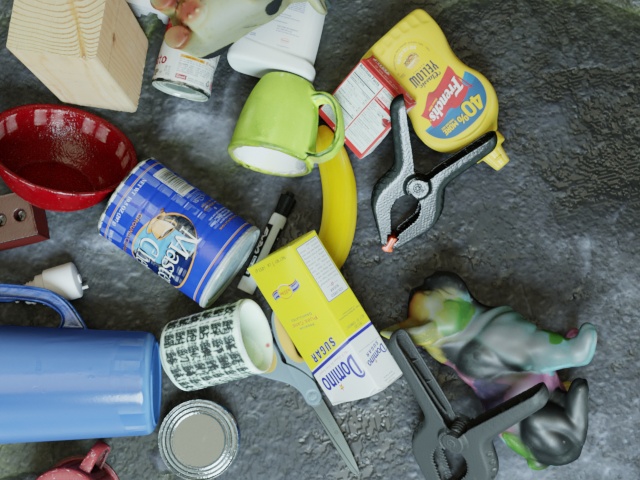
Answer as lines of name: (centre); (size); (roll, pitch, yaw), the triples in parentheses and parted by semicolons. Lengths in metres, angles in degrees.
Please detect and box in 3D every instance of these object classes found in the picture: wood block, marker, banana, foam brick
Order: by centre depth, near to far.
wood block: (-0.246, -0.206, 1.113); (0.090, 0.206, 0.091); (8, 83, 2)
banana: (0.006, -0.027, 1.170); (0.069, 0.037, 0.198); (13, 84, 3)
foam brick: (-0.344, -0.020, 1.171); (0.078, 0.051, 0.053); (-14, 83, -1)
marker: (-0.058, 0.001, 1.177); (0.020, 0.020, 0.121); (25, 84, 4)

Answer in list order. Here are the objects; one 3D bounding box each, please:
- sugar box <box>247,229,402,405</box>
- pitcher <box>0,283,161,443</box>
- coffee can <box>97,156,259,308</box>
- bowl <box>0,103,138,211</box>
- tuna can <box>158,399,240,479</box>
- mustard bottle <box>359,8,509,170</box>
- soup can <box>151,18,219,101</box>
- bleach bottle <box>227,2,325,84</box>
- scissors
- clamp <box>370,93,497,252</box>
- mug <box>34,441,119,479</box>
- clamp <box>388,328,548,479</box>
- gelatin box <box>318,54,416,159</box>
sugar box: (0.003, 0.084, 1.113); (0.048, 0.094, 0.176); (-31, 92, -36)
pitcher: (-0.292, 0.139, 1.116); (0.242, 0.145, 0.149); (0, 122, -2)
coffee can: (-0.151, -0.009, 1.139); (0.140, 0.103, 0.103); (34, 85, 5)
bowl: (-0.282, -0.080, 1.149); (0.162, 0.162, 0.055); (25, 125, 4)
tuna can: (-0.129, 0.214, 1.146); (0.086, 0.034, 0.086); (0, 83, 1)
mustard bottle: (0.137, -0.154, 1.170); (0.096, 0.058, 0.191); (-41, 85, 6)
soup can: (-0.142, -0.212, 1.180); (0.068, 0.068, 0.102); (14, 84, 3)
bleach bottle: (-0.025, -0.304, 1.192); (0.102, 0.068, 0.251); (15, 82, 3)
scissors: (-0.029, 0.167, 1.158); (0.096, 0.016, 0.202); (-15, 83, 1)
clamp: (0.114, -0.064, 1.141); (0.120, 0.039, 0.172); (15, 115, 0)
mug: (-0.255, 0.265, 1.120); (0.093, 0.081, 0.117); (30, 85, 5)
clamp: (0.131, 0.187, 1.082); (0.165, 0.210, 0.036); (26, 42, 20)
gelatin box: (0.051, -0.146, 1.164); (0.073, 0.030, 0.089); (48, 125, 6)
